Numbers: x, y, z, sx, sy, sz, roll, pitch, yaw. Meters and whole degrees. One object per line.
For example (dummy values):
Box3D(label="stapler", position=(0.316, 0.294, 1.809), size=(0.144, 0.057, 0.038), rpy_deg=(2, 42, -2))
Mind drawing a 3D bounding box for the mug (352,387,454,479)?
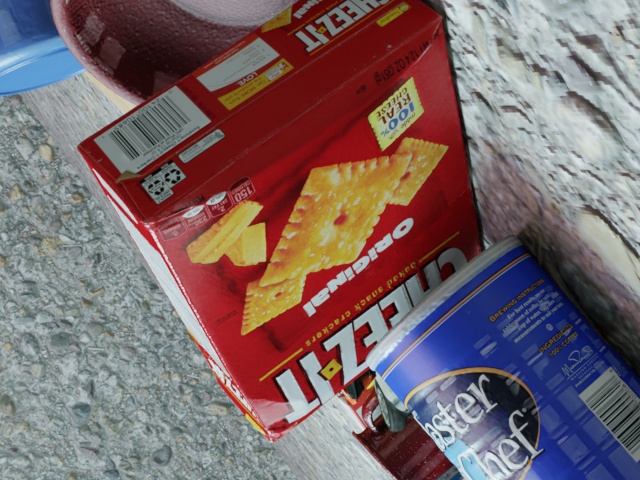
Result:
Box3D(label="mug", position=(0.079, 0.152, 0.848), size=(0.117, 0.081, 0.093), rpy_deg=(50, 174, -25))

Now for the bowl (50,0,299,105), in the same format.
Box3D(label="bowl", position=(-0.059, -0.126, 0.575), size=(0.162, 0.055, 0.162), rpy_deg=(9, 151, 5))

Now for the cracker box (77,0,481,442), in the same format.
Box3D(label="cracker box", position=(-0.004, -0.009, 0.550), size=(0.072, 0.164, 0.213), rpy_deg=(46, 165, 37))

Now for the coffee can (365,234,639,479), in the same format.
Box3D(label="coffee can", position=(0.106, 0.082, 0.543), size=(0.140, 0.102, 0.103), rpy_deg=(50, 167, 12))
